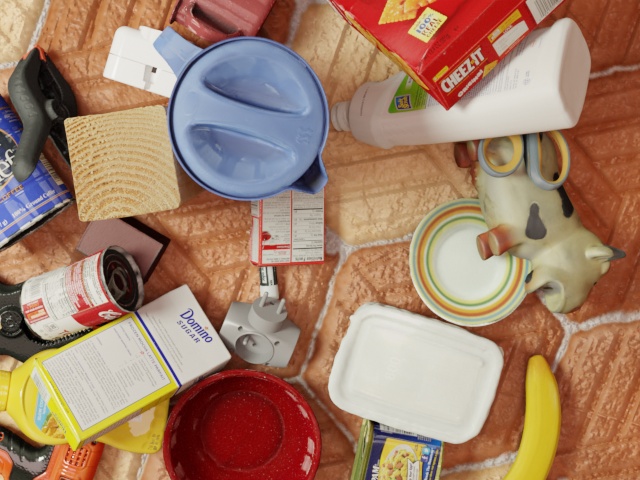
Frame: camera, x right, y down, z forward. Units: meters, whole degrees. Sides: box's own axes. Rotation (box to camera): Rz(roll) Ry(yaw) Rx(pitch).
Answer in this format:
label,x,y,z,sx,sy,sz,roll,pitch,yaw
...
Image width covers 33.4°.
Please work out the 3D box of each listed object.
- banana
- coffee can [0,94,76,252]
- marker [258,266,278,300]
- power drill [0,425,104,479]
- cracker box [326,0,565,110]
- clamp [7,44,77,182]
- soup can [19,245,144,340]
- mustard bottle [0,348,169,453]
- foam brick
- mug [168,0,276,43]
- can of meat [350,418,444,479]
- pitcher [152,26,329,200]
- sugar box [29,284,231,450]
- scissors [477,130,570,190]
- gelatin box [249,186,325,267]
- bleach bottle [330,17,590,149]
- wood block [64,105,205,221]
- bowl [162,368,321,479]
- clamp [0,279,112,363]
label,x,y,z,sx,sy,sz,roll,pitch,yaw
banana,0.212,0.220,1.116,0.069,0.037,0.198,24,96,-3
coffee can,-0.325,-0.069,1.059,0.103,0.103,0.140,-34,95,4
marker,-0.057,0.001,1.105,0.020,0.020,0.121,-4,96,1
power drill,-0.337,0.258,1.118,0.187,0.057,0.184,20,92,-4
cracker box,0.105,-0.243,0.988,0.164,0.072,0.214,-43,49,4
clamp,-0.261,-0.112,1.060,0.039,0.120,0.171,-24,60,21
soup can,-0.234,0.052,1.044,0.102,0.068,0.068,-20,96,20
mustard bottle,-0.251,0.159,1.078,0.191,0.058,0.096,9,81,-17
foam brick,-0.201,0.004,1.090,0.078,0.053,0.051,31,96,-2
mug,-0.093,-0.226,1.036,0.081,0.117,0.093,29,127,-7
can of meat,0.079,0.240,1.111,0.084,0.057,0.102,11,97,-3
pitcher,-0.065,-0.118,0.979,0.145,0.243,0.149,-3,96,1
sugar box,-0.186,0.123,1.056,0.175,0.048,0.093,-26,77,-32
scissors,0.186,-0.138,1.039,0.096,0.016,0.202,-9,67,-9
gelatin box,-0.034,-0.019,1.085,0.073,0.030,0.089,-2,98,-24
bleach bottle,0.124,-0.141,1.021,0.251,0.102,0.068,-4,142,34
wood block,-0.167,-0.076,1.004,0.090,0.206,0.091,-8,96,1
bowl,-0.081,0.206,1.106,0.162,0.055,0.162,0,98,-3
clamp,-0.324,0.093,1.108,0.210,0.036,0.164,11,95,-3
